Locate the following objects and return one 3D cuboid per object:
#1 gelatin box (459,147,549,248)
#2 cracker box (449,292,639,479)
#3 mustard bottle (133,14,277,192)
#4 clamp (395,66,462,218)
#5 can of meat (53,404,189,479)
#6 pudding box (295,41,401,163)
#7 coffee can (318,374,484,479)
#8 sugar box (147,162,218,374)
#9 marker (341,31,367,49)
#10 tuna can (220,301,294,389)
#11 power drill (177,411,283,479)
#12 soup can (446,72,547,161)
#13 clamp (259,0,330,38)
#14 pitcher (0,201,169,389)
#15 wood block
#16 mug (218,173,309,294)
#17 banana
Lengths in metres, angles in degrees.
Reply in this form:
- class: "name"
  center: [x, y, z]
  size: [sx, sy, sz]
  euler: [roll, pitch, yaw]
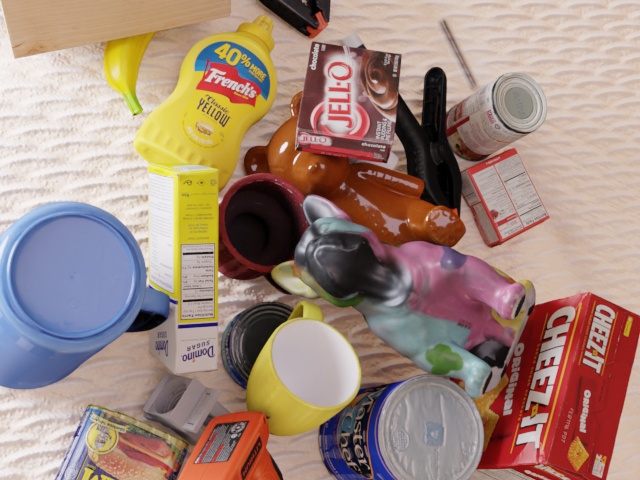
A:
- class: "gelatin box"
  center: [0.197, -0.046, 1.157]
  size: [0.073, 0.030, 0.089]
  euler: [-25, 89, -27]
- class: "cracker box"
  center: [0.194, 0.148, 1.009]
  size: [0.072, 0.214, 0.164]
  euler: [25, 69, -16]
- class: "mustard bottle"
  center: [-0.096, -0.143, 1.039]
  size: [0.096, 0.058, 0.191]
  euler: [33, 67, -13]
- class: "clamp"
  center: [0.116, -0.100, 1.118]
  size: [0.120, 0.039, 0.171]
  euler: [-35, 113, -42]
- class: "can of meat"
  center: [-0.174, 0.199, 0.928]
  size: [0.102, 0.058, 0.084]
  euler: [27, 67, -15]
- class: "pudding box"
  center: [0.027, -0.131, 1.011]
  size: [0.090, 0.039, 0.113]
  euler: [8, 56, -1]
- class: "coffee can"
  center: [0.072, 0.182, 0.989]
  size: [0.102, 0.140, 0.103]
  euler: [5, 76, -22]
- class: "sugar box"
  center: [-0.122, 0.022, 0.943]
  size: [0.048, 0.093, 0.176]
  euler: [-5, 100, -23]
- class: "marker"
  center: [0.064, -0.166, 1.134]
  size: [0.020, 0.020, 0.121]
  euler: [-35, 93, -26]
- class: "tuna can"
  center: [-0.051, 0.102, 1.015]
  size: [0.086, 0.034, 0.086]
  euler: [5, 76, -22]
- class: "power drill"
  center: [-0.055, 0.254, 0.903]
  size: [0.187, 0.057, 0.184]
  euler: [66, 28, -27]
- class: "soup can"
  center: [0.184, -0.130, 1.131]
  size: [0.068, 0.102, 0.068]
  euler: [5, 76, -22]
- class: "clamp"
  center: [-0.057, -0.306, 1.105]
  size: [0.164, 0.036, 0.210]
  euler: [-19, 86, -26]
- class: "pitcher"
  center: [-0.206, 0.045, 0.845]
  size: [0.149, 0.243, 0.145]
  euler: [-41, 97, -24]
- class: "wood block"
  center: [-0.191, -0.246, 0.973]
  size: [0.206, 0.091, 0.090]
  euler: [-14, 64, -14]
- class: "mug"
  center: [-0.057, 0.001, 1.009]
  size: [0.093, 0.082, 0.117]
  euler: [-39, 95, -26]
- class: "banana"
  center: [-0.157, -0.212, 1.042]
  size: [0.069, 0.037, 0.197]
  euler: [39, 66, -19]
